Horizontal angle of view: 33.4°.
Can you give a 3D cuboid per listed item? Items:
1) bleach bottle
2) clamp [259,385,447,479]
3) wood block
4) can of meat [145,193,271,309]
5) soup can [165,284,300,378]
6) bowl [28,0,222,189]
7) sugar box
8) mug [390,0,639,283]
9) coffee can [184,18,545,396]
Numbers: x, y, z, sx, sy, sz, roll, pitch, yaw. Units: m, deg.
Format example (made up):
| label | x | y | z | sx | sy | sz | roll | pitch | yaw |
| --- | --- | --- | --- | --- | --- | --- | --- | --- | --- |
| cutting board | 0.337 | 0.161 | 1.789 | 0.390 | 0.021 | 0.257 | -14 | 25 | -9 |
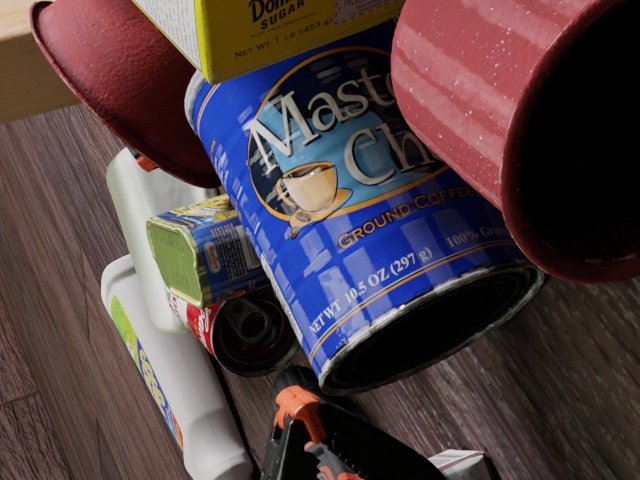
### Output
| label | x | y | z | sx | sy | sz | roll | pitch | yaw |
| --- | --- | --- | --- | --- | --- | --- | --- | --- | --- |
| bleach bottle | -0.123 | 0.136 | 0.981 | 0.251 | 0.068 | 0.103 | 61 | 157 | 18 |
| clamp | 0.019 | 0.164 | 0.456 | 0.210 | 0.164 | 0.036 | 62 | 165 | -15 |
| wood block | -0.244 | -0.156 | 0.834 | 0.090 | 0.205 | 0.091 | 59 | 157 | 29 |
| can of meat | -0.054 | 0.001 | 0.669 | 0.102 | 0.083 | 0.057 | 14 | 120 | 65 |
| soup can | -0.062 | 0.045 | 0.747 | 0.102 | 0.068 | 0.068 | 33 | 137 | 59 |
| bowl | -0.102 | -0.109 | 0.670 | 0.162 | 0.055 | 0.162 | 43 | -165 | -15 |
| sugar box | -0.048 | -0.137 | 0.439 | 0.176 | 0.093 | 0.048 | 48 | 152 | 35 |
| mug | 0.078 | -0.057 | 0.312 | 0.117 | 0.093 | 0.082 | -64 | 33 | 18 |
| coffee can | 0.016 | -0.020 | 0.455 | 0.140 | 0.102 | 0.103 | 63 | 157 | 21 |
